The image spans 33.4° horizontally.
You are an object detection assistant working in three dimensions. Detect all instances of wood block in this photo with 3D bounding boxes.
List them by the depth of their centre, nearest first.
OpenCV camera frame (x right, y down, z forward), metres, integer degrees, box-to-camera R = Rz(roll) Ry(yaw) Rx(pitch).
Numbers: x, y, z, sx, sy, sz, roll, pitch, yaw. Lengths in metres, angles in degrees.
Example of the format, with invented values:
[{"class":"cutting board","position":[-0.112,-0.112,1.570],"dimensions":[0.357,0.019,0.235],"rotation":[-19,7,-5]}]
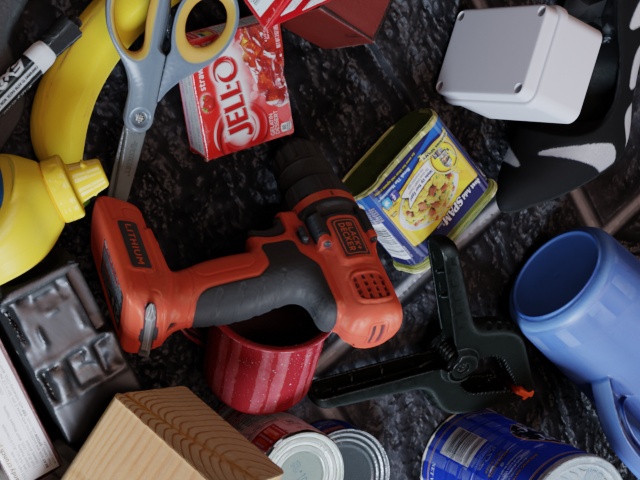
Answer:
[{"class":"wood block","position":[-0.126,0.201,0.653],"dimensions":[0.206,0.091,0.090],"rotation":[-56,160,9]}]

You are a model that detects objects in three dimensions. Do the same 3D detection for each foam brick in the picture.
[{"class":"foam brick","position":[0.010,-0.173,0.765],"dimensions":[0.053,0.078,0.051],"rotation":[26,83,-29]}]

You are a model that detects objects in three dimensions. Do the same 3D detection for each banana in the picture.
[{"class":"banana","position":[-0.144,-0.123,0.717],"dimensions":[0.069,0.037,0.198],"rotation":[33,84,-55]}]

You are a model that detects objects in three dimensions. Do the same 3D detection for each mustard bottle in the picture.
[{"class":"mustard bottle","position":[-0.218,-0.004,0.634],"dimensions":[0.191,0.096,0.058],"rotation":[-23,130,-8]}]

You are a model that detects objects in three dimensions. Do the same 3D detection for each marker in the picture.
[{"class":"marker","position":[-0.192,-0.097,0.664],"dimensions":[0.121,0.020,0.020],"rotation":[-50,116,-16]}]

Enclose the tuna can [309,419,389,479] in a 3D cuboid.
[{"class":"tuna can","position":[0.010,0.186,0.843],"dimensions":[0.086,0.034,0.086],"rotation":[-4,100,-28]}]

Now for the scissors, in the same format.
[{"class":"scissors","position":[-0.102,-0.091,0.712],"dimensions":[0.096,0.016,0.202],"rotation":[-6,116,-18]}]

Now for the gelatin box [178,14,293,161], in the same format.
[{"class":"gelatin box","position":[-0.061,-0.108,0.754],"dimensions":[0.073,0.030,0.089],"rotation":[-20,120,-25]}]

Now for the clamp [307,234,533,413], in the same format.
[{"class":"clamp","position":[0.108,0.083,0.852],"dimensions":[0.209,0.036,0.165],"rotation":[18,114,-37]}]

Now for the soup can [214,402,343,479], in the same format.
[{"class":"soup can","position":[-0.036,0.156,0.775],"dimensions":[0.068,0.102,0.068],"rotation":[-4,99,-28]}]

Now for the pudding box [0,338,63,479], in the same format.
[{"class":"pudding box","position":[-0.210,0.094,0.680],"dimensions":[0.039,0.090,0.113],"rotation":[-30,110,-21]}]

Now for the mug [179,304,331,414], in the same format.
[{"class":"mug","position":[-0.051,0.066,0.757],"dimensions":[0.117,0.093,0.082],"rotation":[17,133,4]}]

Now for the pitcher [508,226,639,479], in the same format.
[{"class":"pitcher","position":[0.274,0.106,0.916],"dimensions":[0.242,0.149,0.145],"rotation":[39,97,-23]}]

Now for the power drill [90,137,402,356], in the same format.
[{"class":"power drill","position":[-0.055,0.001,0.719],"dimensions":[0.187,0.184,0.057],"rotation":[-7,137,-21]}]

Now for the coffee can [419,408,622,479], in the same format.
[{"class":"coffee can","position":[0.161,0.203,0.865],"dimensions":[0.102,0.140,0.103],"rotation":[-4,99,-28]}]

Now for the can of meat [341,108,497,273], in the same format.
[{"class":"can of meat","position":[0.074,-0.040,0.831],"dimensions":[0.102,0.058,0.084],"rotation":[-48,114,-14]}]
